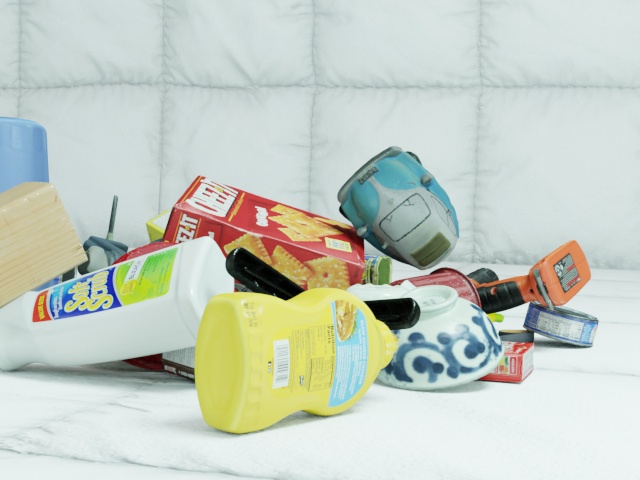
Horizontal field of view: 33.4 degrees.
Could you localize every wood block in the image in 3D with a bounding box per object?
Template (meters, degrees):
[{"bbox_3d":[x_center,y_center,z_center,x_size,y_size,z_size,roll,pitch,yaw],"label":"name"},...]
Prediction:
[{"bbox_3d":[-0.351,0.025,1.056,0.205,0.091,0.090,-31,20,-30],"label":"wood block"}]

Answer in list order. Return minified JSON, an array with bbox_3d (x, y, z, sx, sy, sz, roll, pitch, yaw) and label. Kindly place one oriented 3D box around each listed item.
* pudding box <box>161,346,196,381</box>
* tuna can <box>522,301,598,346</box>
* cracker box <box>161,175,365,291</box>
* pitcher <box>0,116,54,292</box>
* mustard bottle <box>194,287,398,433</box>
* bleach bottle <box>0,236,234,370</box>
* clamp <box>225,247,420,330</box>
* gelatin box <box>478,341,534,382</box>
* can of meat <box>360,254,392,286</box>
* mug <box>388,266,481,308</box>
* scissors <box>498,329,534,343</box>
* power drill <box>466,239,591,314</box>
[{"bbox_3d":[-0.073,0.105,0.961,0.113,0.039,0.090,-1,4,-41],"label":"pudding box"},{"bbox_3d":[0.288,0.099,1.277,0.086,0.034,0.086,14,5,-1],"label":"tuna can"},{"bbox_3d":[-0.058,0.001,1.194,0.213,0.072,0.164,18,15,-2],"label":"cracker box"},{"bbox_3d":[-0.380,-0.017,1.232,0.145,0.243,0.149,-1,-4,-5],"label":"pitcher"},{"bbox_3d":[-0.006,0.084,0.800,0.058,0.096,0.191,2,1,42],"label":"mustard bottle"},{"bbox_3d":[-0.203,0.071,0.940,0.251,0.068,0.102,-16,35,17],"label":"bleach bottle"},{"bbox_3d":[-0.009,0.063,0.948,0.164,0.036,0.210,20,-19,-1],"label":"clamp"},{"bbox_3d":[0.164,0.114,1.029,0.073,0.030,0.089,2,3,19],"label":"gelatin box"},{"bbox_3d":[0.042,0.064,1.352,0.084,0.102,0.057,5,2,24],"label":"can of meat"},{"bbox_3d":[0.122,0.087,1.166,0.081,0.093,0.117,-7,44,-43],"label":"mug"},{"bbox_3d":[0.214,0.116,1.232,0.096,0.016,0.202,2,2,-3],"label":"scissors"},{"bbox_3d":[0.222,0.057,1.271,0.188,0.057,0.184,-23,5,38],"label":"power drill"}]
